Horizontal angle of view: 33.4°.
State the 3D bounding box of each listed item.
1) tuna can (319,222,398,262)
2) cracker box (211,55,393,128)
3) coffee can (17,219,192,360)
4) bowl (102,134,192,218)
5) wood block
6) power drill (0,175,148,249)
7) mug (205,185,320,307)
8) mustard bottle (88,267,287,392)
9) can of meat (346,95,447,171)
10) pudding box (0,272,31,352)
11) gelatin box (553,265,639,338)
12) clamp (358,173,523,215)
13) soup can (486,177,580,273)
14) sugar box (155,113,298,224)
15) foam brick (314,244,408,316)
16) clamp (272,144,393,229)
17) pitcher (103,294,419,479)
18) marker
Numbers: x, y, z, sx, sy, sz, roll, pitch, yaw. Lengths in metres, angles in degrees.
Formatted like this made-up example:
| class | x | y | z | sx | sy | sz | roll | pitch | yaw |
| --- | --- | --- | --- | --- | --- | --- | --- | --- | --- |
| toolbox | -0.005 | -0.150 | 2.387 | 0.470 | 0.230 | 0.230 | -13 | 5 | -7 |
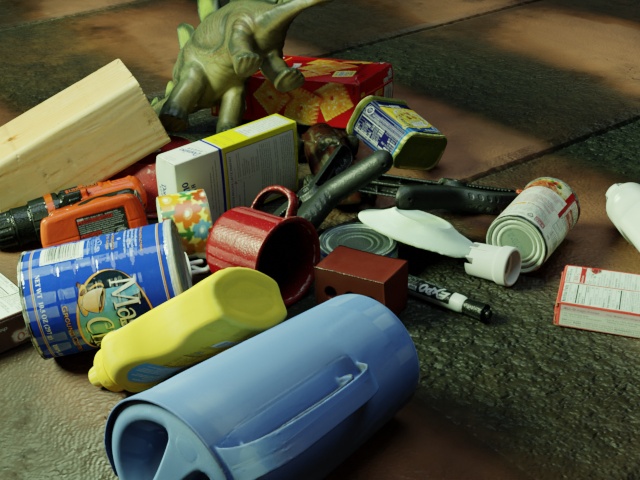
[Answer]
| class | x | y | z | sx | sy | sz | roll | pitch | yaw |
| --- | --- | --- | --- | --- | --- | --- | --- | --- | --- |
| tuna can | 0.039 | 0.014 | 1.116 | 0.086 | 0.034 | 0.086 | -1 | 28 | 1 |
| cracker box | -0.022 | -0.211 | 1.479 | 0.214 | 0.072 | 0.164 | 8 | 21 | 19 |
| coffee can | -0.193 | 0.045 | 0.980 | 0.140 | 0.103 | 0.103 | -13 | 29 | -2 |
| bowl | -0.197 | -0.086 | 1.296 | 0.162 | 0.055 | 0.162 | -2 | 29 | 1 |
| wood block | -0.292 | -0.112 | 1.238 | 0.206 | 0.090 | 0.091 | -32 | 35 | -7 |
| power drill | -0.264 | -0.020 | 1.132 | 0.184 | 0.057 | 0.188 | -19 | 16 | -15 |
| mug | -0.057 | 0.001 | 1.069 | 0.082 | 0.117 | 0.093 | 18 | 3 | 40 |
| mustard bottle | -0.127 | 0.084 | 0.902 | 0.192 | 0.058 | 0.096 | -28 | -15 | 30 |
| can of meat | 0.097 | -0.131 | 1.319 | 0.101 | 0.057 | 0.084 | -2 | 37 | -50 |
| pudding box | -0.333 | 0.077 | 1.018 | 0.113 | 0.039 | 0.090 | -22 | 34 | -36 |
| gelatin box | 0.273 | 0.059 | 1.025 | 0.089 | 0.030 | 0.073 | 7 | 31 | 16 |
| clamp | 0.136 | -0.052 | 1.190 | 0.209 | 0.036 | 0.165 | 3 | 10 | -27 |
| soup can | 0.225 | -0.016 | 1.127 | 0.069 | 0.068 | 0.102 | 15 | 33 | 28 |
| sugar box | -0.105 | -0.077 | 1.233 | 0.175 | 0.093 | 0.048 | -22 | 34 | -33 |
| foam brick | 0.041 | 0.045 | 1.041 | 0.078 | 0.053 | 0.051 | 12 | 31 | 26 |
| clamp | -0.005 | -0.047 | 1.163 | 0.171 | 0.039 | 0.120 | -38 | 14 | -4 |
| pitcher | -0.026 | 0.129 | 0.804 | 0.149 | 0.145 | 0.242 | 28 | 37 | 30 |
| marker | 0.116 | 0.054 | 1.053 | 0.121 | 0.020 | 0.020 | 20 | 35 | 35 |
